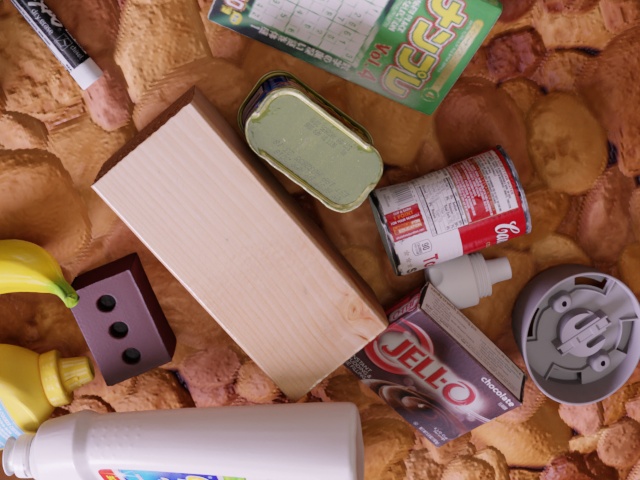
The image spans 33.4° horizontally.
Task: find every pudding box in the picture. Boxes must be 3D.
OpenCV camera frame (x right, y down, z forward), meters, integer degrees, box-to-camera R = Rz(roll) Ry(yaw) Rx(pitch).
[{"bbox_3d":[0.084,0.095,0.799,0.113,0.039,0.090,41,130,-15],"label":"pudding box"}]

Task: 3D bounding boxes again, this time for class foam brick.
[{"bbox_3d":[-0.145,0.058,0.783,0.053,0.051,0.078,-22,105,1],"label":"foam brick"}]

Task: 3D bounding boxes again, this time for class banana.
[{"bbox_3d":[-0.265,0.042,0.763,0.198,0.069,0.037,-20,136,12],"label":"banana"}]

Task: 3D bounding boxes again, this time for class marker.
[{"bbox_3d":[-0.197,-0.158,0.740,0.020,0.020,0.121,-38,104,5],"label":"marker"}]

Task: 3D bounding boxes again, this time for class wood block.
[{"bbox_3d":[-0.055,0.001,0.756,0.091,0.090,0.206,-40,105,6],"label":"wood block"}]

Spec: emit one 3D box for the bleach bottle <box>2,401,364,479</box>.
[{"bbox_3d":[-0.097,0.156,0.757,0.251,0.068,0.102,-1,146,6],"label":"bleach bottle"}]

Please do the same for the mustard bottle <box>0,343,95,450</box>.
[{"bbox_3d":[-0.259,0.121,0.778,0.191,0.058,0.096,-17,136,-1],"label":"mustard bottle"}]

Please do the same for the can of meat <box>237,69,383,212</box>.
[{"bbox_3d":[-0.007,-0.069,0.745,0.102,0.084,0.057,36,99,-12],"label":"can of meat"}]

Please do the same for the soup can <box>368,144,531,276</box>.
[{"bbox_3d":[0.093,-0.021,0.774,0.102,0.068,0.068,-19,105,0],"label":"soup can"}]
